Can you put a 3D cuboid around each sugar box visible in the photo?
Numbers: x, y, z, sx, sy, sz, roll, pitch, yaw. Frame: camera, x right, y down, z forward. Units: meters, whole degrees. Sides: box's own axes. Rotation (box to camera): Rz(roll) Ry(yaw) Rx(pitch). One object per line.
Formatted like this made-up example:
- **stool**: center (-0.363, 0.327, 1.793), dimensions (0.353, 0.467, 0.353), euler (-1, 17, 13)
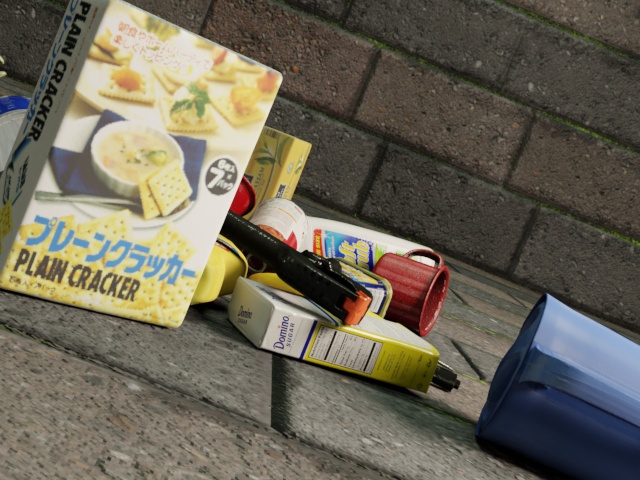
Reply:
- **sugar box**: center (0.011, 0.085, 0.955), dimensions (0.176, 0.048, 0.093), euler (16, 7, -26)

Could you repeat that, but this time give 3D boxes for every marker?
- **marker**: center (0.080, 0.118, 1.045), dimensions (0.121, 0.020, 0.020), euler (23, 5, 5)

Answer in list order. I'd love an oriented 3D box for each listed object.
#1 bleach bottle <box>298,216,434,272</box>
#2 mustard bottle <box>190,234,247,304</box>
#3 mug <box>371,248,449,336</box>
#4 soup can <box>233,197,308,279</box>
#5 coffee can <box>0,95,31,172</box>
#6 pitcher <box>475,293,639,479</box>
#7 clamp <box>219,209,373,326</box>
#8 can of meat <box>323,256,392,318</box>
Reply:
- **bleach bottle**: center (0.023, 0.028, 1.406), dimensions (0.250, 0.102, 0.068), euler (14, 0, -20)
- **mustard bottle**: center (-0.118, 0.021, 0.983), dimensions (0.096, 0.058, 0.191), euler (16, 4, 9)
- **mug**: center (0.113, 0.055, 1.351), dimensions (0.082, 0.117, 0.093), euler (19, -33, 20)
- **soup can**: center (-0.058, 0.001, 1.192), dimensions (0.068, 0.069, 0.102), euler (23, 30, 3)
- **coffee can**: center (-0.305, -0.090, 1.085), dimensions (0.102, 0.103, 0.140), euler (20, 5, -24)
- **pitcher**: center (0.259, 0.152, 0.868), dimensions (0.243, 0.145, 0.149), euler (26, 37, 7)
- **clamp**: center (-0.020, 0.024, 0.971), dimensions (0.164, 0.036, 0.210), euler (25, 5, -23)
- **can of meat**: center (0.018, 0.054, 1.238), dimensions (0.102, 0.057, 0.083), euler (26, 8, 36)
